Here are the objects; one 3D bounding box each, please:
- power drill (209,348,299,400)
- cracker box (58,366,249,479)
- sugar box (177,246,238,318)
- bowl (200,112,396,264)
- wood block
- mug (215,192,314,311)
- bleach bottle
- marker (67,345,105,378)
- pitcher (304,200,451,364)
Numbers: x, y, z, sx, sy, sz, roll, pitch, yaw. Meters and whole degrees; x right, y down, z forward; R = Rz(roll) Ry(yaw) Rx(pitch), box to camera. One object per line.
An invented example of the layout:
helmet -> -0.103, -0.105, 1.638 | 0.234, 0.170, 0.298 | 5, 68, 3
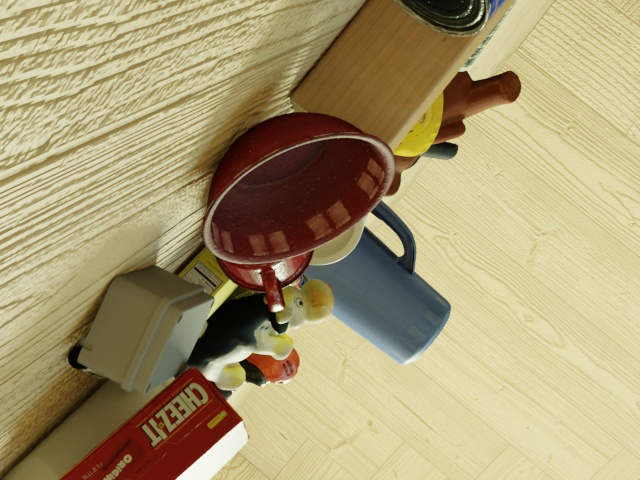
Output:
power drill -> -0.139, 0.153, 1.207 | 0.187, 0.057, 0.185 | -38, -149, -23
cracker box -> -0.146, 0.200, 0.954 | 0.164, 0.072, 0.214 | -42, 170, -11
sugar box -> -0.125, 0.059, 1.014 | 0.176, 0.048, 0.093 | -50, 177, -21
bowl -> -0.025, -0.050, 0.831 | 0.162, 0.055, 0.162 | -19, 152, -11
wood block -> 0.075, -0.165, 0.906 | 0.206, 0.090, 0.091 | -51, 175, -1
mug -> -0.051, 0.005, 0.932 | 0.093, 0.117, 0.081 | -11, 168, 1
bleach bottle -> -0.238, 0.207, 0.996 | 0.250, 0.068, 0.103 | -41, 170, -51
marker -> -0.191, 0.102, 0.889 | 0.020, 0.020, 0.121 | -50, 175, -10
pitcher -> 0.060, 0.047, 1.436 | 0.145, 0.243, 0.149 | -52, -178, -25
